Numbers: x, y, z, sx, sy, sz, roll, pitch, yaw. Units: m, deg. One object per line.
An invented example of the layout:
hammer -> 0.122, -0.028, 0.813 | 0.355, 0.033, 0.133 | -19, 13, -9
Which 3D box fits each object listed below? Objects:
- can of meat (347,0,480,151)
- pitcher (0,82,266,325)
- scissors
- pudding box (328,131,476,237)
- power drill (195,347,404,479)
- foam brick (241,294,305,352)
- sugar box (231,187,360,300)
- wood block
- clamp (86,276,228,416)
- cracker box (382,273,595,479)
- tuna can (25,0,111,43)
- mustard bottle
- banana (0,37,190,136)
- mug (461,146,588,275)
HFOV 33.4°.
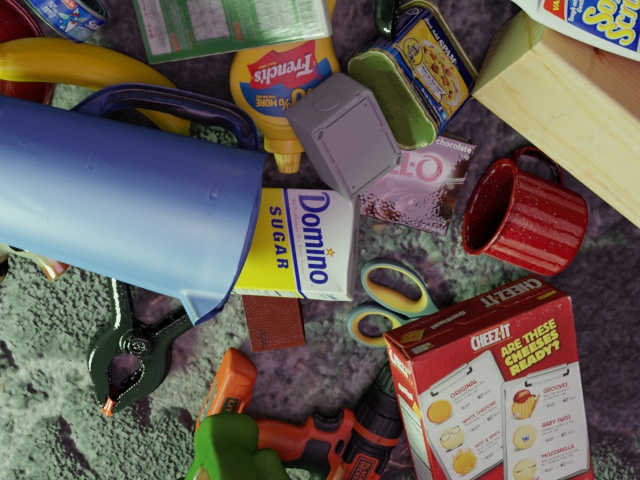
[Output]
can of meat -> 0.079, -0.139, 0.905 | 0.058, 0.083, 0.102 | -15, 117, 48
pitcher -> -0.167, -0.045, 0.838 | 0.242, 0.149, 0.145 | 16, 113, -6
scissors -> 0.111, 0.093, 1.029 | 0.201, 0.016, 0.096 | 36, 104, -14
pudding box -> 0.072, -0.062, 0.961 | 0.113, 0.039, 0.090 | 15, 107, -8
power drill -> -0.014, 0.169, 1.023 | 0.187, 0.057, 0.184 | 21, 106, -10
foam brick -> -0.045, 0.056, 0.987 | 0.053, 0.051, 0.078 | -8, 109, 0
sugar box -> -0.056, 0.001, 0.932 | 0.176, 0.048, 0.093 | 1, 78, 12
wood block -> 0.244, -0.112, 0.913 | 0.206, 0.090, 0.090 | 36, 142, -14
clamp -> -0.176, 0.082, 0.994 | 0.120, 0.039, 0.171 | 33, 103, -10
cracker box -> 0.160, 0.158, 0.998 | 0.164, 0.072, 0.214 | -20, 115, -14
tuna can -> -0.213, -0.203, 0.871 | 0.034, 0.086, 0.086 | -40, 107, 11
mustard bottle -> -0.031, -0.152, 0.915 | 0.096, 0.058, 0.192 | -2, 109, -2
banana -> -0.187, -0.134, 0.901 | 0.197, 0.069, 0.037 | 21, 137, -23
mug -> 0.188, -0.028, 0.963 | 0.081, 0.093, 0.117 | 20, 70, -15
